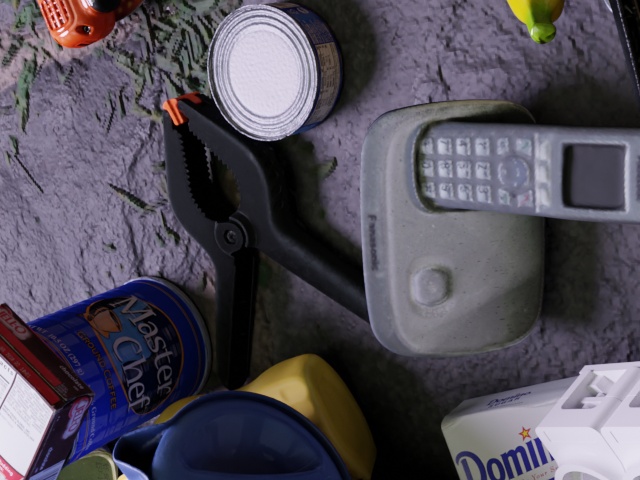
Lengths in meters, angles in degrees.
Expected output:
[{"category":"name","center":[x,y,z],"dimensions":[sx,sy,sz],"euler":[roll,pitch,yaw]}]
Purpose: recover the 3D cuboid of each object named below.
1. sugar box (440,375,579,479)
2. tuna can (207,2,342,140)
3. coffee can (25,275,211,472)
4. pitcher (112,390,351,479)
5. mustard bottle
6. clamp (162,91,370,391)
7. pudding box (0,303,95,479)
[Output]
[{"category":"sugar box","center":[0.145,0.175,0.639],"dimensions":[0.094,0.048,0.176],"euler":[-21,93,37]},{"category":"tuna can","center":[-0.029,-0.108,0.681],"dimensions":[0.086,0.033,0.086],"euler":[11,110,32]},{"category":"coffee can","center":[-0.161,0.093,0.768],"dimensions":[0.103,0.140,0.103],"euler":[11,110,32]},{"category":"pitcher","center":[-0.079,0.214,0.677],"dimensions":[0.149,0.144,0.243],"euler":[58,135,20]},{"category":"mustard bottle","center":[-0.064,0.149,0.741],"dimensions":[0.192,0.058,0.096],"euler":[-22,112,24]},{"category":"clamp","center":[-0.055,0.001,0.731],"dimensions":[0.165,0.036,0.210],"euler":[-33,88,36]},{"category":"pudding box","center":[-0.202,0.111,0.689],"dimensions":[0.090,0.039,0.114],"euler":[41,121,19]}]
